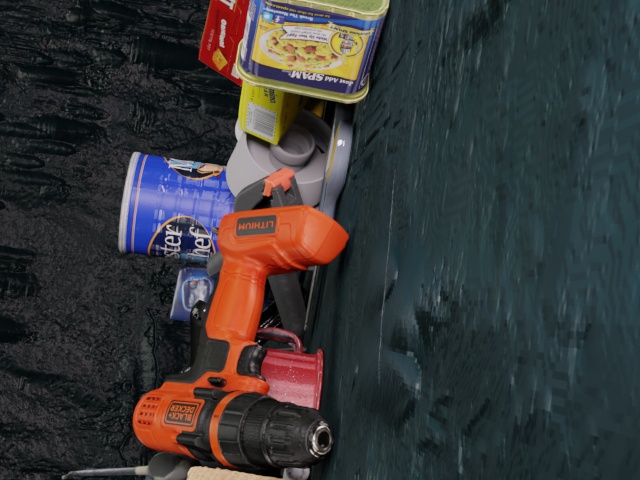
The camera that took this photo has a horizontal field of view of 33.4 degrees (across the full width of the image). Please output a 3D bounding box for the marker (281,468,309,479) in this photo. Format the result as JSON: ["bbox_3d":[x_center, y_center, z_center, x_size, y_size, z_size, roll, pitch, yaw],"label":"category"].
[{"bbox_3d":[-0.026,0.203,0.853,0.121,0.020,0.020,106,172,-58],"label":"marker"}]

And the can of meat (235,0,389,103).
[{"bbox_3d":[-0.006,-0.154,0.774,0.084,0.102,0.057,107,171,-50],"label":"can of meat"}]

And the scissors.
[{"bbox_3d":[0.006,-0.019,0.908,0.096,0.016,0.202,-175,94,-86],"label":"scissors"}]

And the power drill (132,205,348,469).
[{"bbox_3d":[-0.043,0.068,0.753,0.185,0.057,0.187,-3,59,43],"label":"power drill"}]

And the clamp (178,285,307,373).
[{"bbox_3d":[-0.113,0.128,1.074,0.210,0.036,0.164,-54,-27,18],"label":"clamp"}]

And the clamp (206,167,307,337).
[{"bbox_3d":[-0.056,0.001,0.966,0.039,0.120,0.171,-41,-34,-44],"label":"clamp"}]

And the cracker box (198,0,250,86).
[{"bbox_3d":[-0.047,-0.303,1.228,0.213,0.072,0.164,-50,-13,-40],"label":"cracker box"}]

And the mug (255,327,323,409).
[{"bbox_3d":[-0.044,0.117,0.853,0.093,0.081,0.117,104,174,-49],"label":"mug"}]

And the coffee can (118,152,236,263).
[{"bbox_3d":[-0.125,-0.029,1.075,0.103,0.140,0.103,-173,91,-86],"label":"coffee can"}]

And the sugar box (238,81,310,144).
[{"bbox_3d":[-0.014,-0.176,0.967,0.176,0.048,0.093,-56,-14,-40],"label":"sugar box"}]
